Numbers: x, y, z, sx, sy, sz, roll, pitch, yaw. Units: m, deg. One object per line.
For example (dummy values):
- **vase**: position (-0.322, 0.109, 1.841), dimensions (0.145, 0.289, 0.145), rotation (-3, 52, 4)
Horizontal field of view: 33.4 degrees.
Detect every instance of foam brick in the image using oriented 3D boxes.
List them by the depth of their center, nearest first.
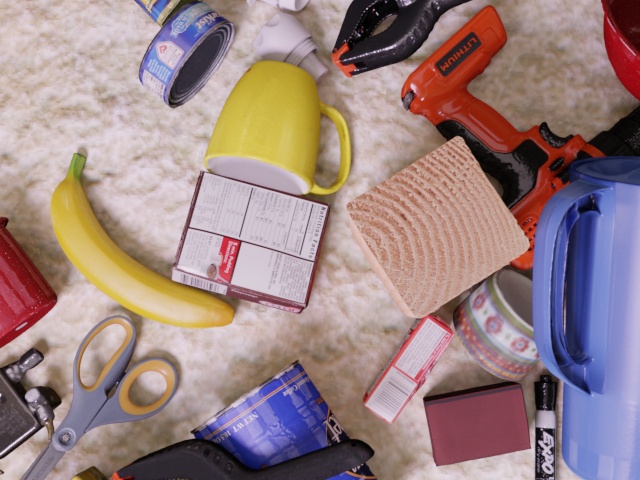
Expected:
- **foam brick**: position (0.124, 0.145, 0.852), dimensions (0.078, 0.053, 0.051), rotation (-11, 85, 3)

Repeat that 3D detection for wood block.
- **wood block**: position (0.080, -0.002, 0.787), dimensions (0.091, 0.206, 0.090), rotation (-32, 85, 0)

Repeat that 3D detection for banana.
- **banana**: position (-0.161, 0.016, 0.883), dimensions (0.069, 0.037, 0.198), rotation (-45, 85, -1)

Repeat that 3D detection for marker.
- **marker**: position (0.182, 0.170, 0.864), dimensions (0.020, 0.020, 0.121), rotation (1, 86, 3)

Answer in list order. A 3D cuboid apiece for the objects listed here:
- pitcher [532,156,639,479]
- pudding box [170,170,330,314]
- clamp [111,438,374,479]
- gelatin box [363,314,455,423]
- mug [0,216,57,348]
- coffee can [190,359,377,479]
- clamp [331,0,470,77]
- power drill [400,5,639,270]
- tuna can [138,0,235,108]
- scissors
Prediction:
- **pitcher**: position (0.233, 0.062, 0.789), dimensions (0.149, 0.144, 0.243), rotation (6, 104, 15)
- **pudding box**: position (-0.056, 0.001, 0.866), dimensions (0.113, 0.039, 0.090), rotation (16, 73, -5)
- **clamp**: position (-0.057, 0.190, 0.771), dimensions (0.210, 0.036, 0.165), rotation (20, 106, 23)
- **gelatin box**: position (0.070, 0.100, 0.848), dimensions (0.030, 0.073, 0.089), rotation (35, 87, 4)
- **mug**: position (-0.276, 0.047, 0.867), dimensions (0.117, 0.093, 0.081), rotation (-38, 90, 30)
- **coffee can**: position (-0.021, 0.179, 0.831), dimensions (0.103, 0.103, 0.140), rotation (-34, 85, 0)
- **clamp**: position (0.074, -0.208, 0.879), dimensions (0.171, 0.039, 0.120), rotation (-34, 48, 9)
- **power drill**: position (0.172, -0.097, 0.865), dimensions (0.184, 0.057, 0.188), rotation (-41, 84, -4)
- **tuna can**: position (-0.109, -0.152, 0.869), dimensions (0.034, 0.086, 0.086), rotation (38, 88, 6)
- **scissors**: position (-0.183, 0.159, 0.854), dimensions (0.096, 0.016, 0.201), rotation (25, 71, -12)
